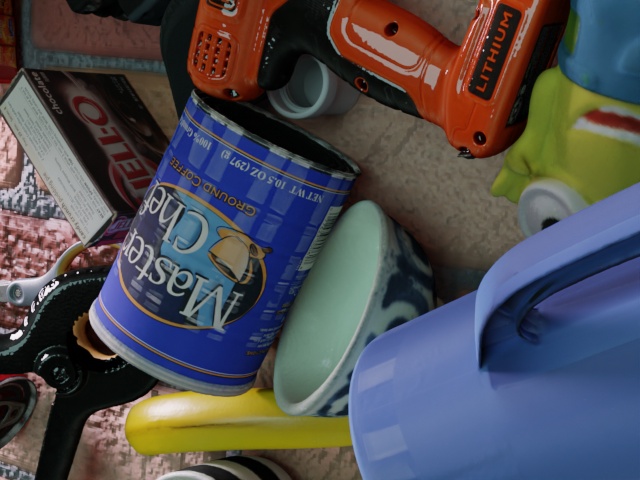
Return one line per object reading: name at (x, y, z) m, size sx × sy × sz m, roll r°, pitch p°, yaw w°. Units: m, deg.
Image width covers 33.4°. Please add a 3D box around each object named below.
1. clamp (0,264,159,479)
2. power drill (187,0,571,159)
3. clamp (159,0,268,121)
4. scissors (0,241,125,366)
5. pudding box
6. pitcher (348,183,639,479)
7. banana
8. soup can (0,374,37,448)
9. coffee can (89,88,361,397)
clamp at (-0.173, 0.075, 0.677) m, size 0.210 × 0.036 × 0.164 m, roll -44°, pitch 104°, yaw 8°
power drill at (0.028, -0.134, 0.516) m, size 0.188 × 0.057 × 0.184 m, roll 26°, pitch 116°, yaw 23°
clamp at (-0.049, -0.142, 0.603) m, size 0.120 × 0.039 × 0.172 m, roll 33°, pitch 113°, yaw -11°
scissors at (-0.196, 0.053, 0.741) m, size 0.202 × 0.016 × 0.096 m, roll -18°, pitch 86°, yaw 30°
pudding box at (-0.132, -0.052, 0.653) m, size 0.039 × 0.089 × 0.113 m, roll -44°, pitch 73°, yaw 25°
pitcher at (0.128, 0.049, 0.430) m, size 0.243 × 0.144 × 0.149 m, roll -25°, pitch 93°, yaw 31°
banana at (-0.049, 0.107, 0.637) m, size 0.198 × 0.069 × 0.037 m, roll -9°, pitch 76°, yaw 30°
soup can at (-0.259, 0.097, 0.751) m, size 0.102 × 0.068 × 0.068 m, roll 34°, pitch 110°, yaw 23°
coffee can at (-0.054, 0.001, 0.595) m, size 0.103 × 0.102 × 0.140 m, roll 33°, pitch 104°, yaw 23°
